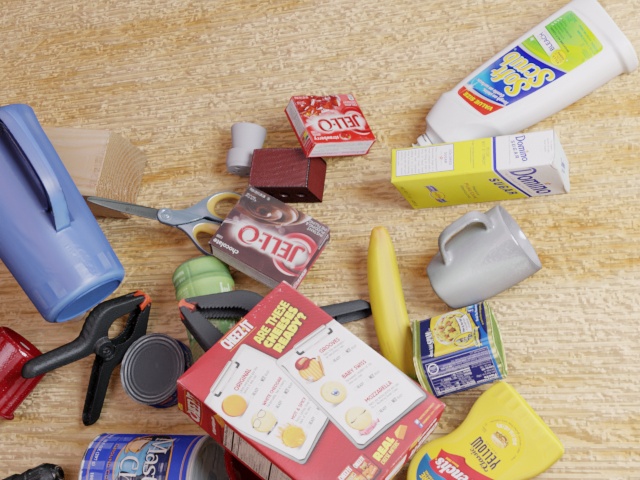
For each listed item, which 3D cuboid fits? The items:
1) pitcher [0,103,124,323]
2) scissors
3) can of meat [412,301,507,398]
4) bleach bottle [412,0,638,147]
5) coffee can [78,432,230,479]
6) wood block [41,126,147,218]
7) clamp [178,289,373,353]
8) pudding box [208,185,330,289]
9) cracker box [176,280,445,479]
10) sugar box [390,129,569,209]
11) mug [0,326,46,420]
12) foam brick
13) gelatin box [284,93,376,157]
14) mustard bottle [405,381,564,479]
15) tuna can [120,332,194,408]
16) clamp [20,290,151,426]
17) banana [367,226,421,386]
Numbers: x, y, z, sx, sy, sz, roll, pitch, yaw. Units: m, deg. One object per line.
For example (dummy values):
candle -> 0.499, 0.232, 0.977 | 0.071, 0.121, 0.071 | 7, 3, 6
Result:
pitcher -> -0.331, -0.033, 1.237 | 0.145, 0.149, 0.243 | -36, 82, 11
scissors -> -0.170, -0.042, 1.287 | 0.202, 0.016, 0.096 | 27, 70, 4
can of meat -> 0.143, 0.112, 1.099 | 0.084, 0.057, 0.102 | -19, 24, 13
bleach bottle -> 0.216, -0.161, 1.180 | 0.251, 0.068, 0.103 | -35, 62, 11
coffee can -> -0.180, 0.265, 1.177 | 0.140, 0.102, 0.103 | -3, 71, 22
wood block -> -0.340, -0.091, 1.374 | 0.206, 0.090, 0.090 | 6, 76, 25
clamp -> -0.052, 0.100, 1.169 | 0.210, 0.036, 0.164 | 24, 56, 13
pudding box -> -0.058, 0.001, 1.224 | 0.113, 0.039, 0.090 | 27, 64, 13
cracker box -> -0.011, 0.166, 1.062 | 0.214, 0.072, 0.164 | 36, 57, 18
sugar box -> 0.173, -0.074, 1.150 | 0.176, 0.093, 0.048 | -3, 72, 22
mug -> -0.392, 0.157, 1.321 | 0.081, 0.093, 0.117 | -50, 25, -5
foam brick -> -0.039, -0.077, 1.263 | 0.078, 0.053, 0.051 | 0, 73, 23
gelatin box -> 0.012, -0.135, 1.245 | 0.030, 0.089, 0.073 | -57, 48, 46
mustard bottle -> 0.144, 0.237, 1.075 | 0.192, 0.058, 0.096 | -42, 70, 5
tuna can -> -0.190, 0.154, 1.259 | 0.086, 0.033, 0.086 | -8, 70, 21
clamp -> -0.260, 0.137, 1.273 | 0.171, 0.120, 0.039 | -42, 40, -15
banana -> 0.081, 0.082, 1.153 | 0.037, 0.070, 0.198 | -3, 59, -19
